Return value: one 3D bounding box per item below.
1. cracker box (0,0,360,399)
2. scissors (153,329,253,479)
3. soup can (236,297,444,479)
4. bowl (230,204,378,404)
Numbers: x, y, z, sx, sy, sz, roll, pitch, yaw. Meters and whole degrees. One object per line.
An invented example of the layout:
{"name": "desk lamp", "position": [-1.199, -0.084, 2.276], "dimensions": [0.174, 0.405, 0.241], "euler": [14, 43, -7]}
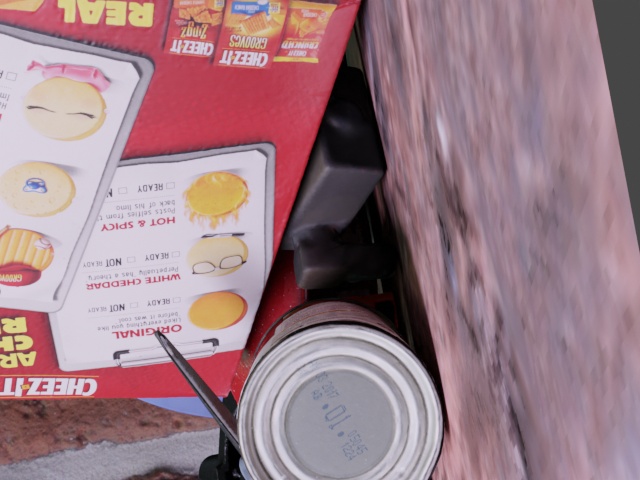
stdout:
{"name": "cracker box", "position": [-0.095, -0.031, 0.397], "dimensions": [0.072, 0.164, 0.214], "euler": [-106, 26, -42]}
{"name": "scissors", "position": [-0.015, 0.113, 0.432], "dimensions": [0.201, 0.016, 0.096], "euler": [58, -172, -59]}
{"name": "soup can", "position": [0.006, 0.058, 0.384], "dimensions": [0.102, 0.068, 0.068], "euler": [-128, 27, -89]}
{"name": "bowl", "position": [-0.011, 0.040, 0.539], "dimensions": [0.162, 0.055, 0.162], "euler": [-2, -90, -76]}
